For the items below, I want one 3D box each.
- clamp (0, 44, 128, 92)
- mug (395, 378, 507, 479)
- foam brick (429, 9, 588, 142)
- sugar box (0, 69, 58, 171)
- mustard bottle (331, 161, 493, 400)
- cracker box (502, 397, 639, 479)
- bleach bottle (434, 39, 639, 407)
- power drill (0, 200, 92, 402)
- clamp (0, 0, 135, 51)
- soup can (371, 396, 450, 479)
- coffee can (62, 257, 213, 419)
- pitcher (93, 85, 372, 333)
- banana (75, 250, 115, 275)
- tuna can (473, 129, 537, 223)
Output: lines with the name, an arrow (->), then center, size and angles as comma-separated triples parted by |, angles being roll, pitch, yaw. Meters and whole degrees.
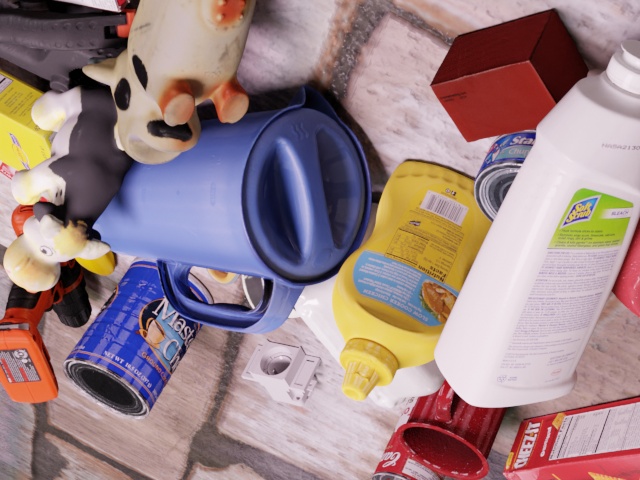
clamp -> -0.207, -0.129, 0.912 | 0.210, 0.036, 0.164 | 8, 143, 36
mug -> 0.127, 0.161, 1.007 | 0.093, 0.081, 0.117 | 13, 145, 25
foam brick -> 0.119, -0.102, 0.672 | 0.078, 0.051, 0.053 | -7, 132, 44
sugar box -> -0.286, -0.111, 0.939 | 0.176, 0.048, 0.093 | 25, 152, 18
mustard bottle -> 0.062, 0.034, 0.776 | 0.096, 0.191, 0.058 | 26, 148, 7
cracker box -> 0.297, 0.221, 0.964 | 0.164, 0.072, 0.214 | 40, 148, -15
bleach bottle -> 0.155, -0.007, 0.664 | 0.068, 0.102, 0.251 | 56, 139, 42
power drill -> -0.296, 0.077, 1.137 | 0.057, 0.187, 0.184 | -8, 133, 6
clamp -> -0.219, -0.173, 0.829 | 0.171, 0.120, 0.039 | 5, 122, 6
soup can -> 0.102, 0.213, 1.080 | 0.068, 0.102, 0.068 | 21, 147, 14
coffee can -> -0.190, 0.101, 1.124 | 0.103, 0.140, 0.103 | 21, 148, 14
pitcher -> -0.089, -0.026, 0.856 | 0.243, 0.149, 0.145 | 2, 127, 46
banana -> -0.223, -0.004, 1.089 | 0.069, 0.037, 0.198 | 19, 153, -18
tuna can -> 0.153, -0.037, 0.754 | 0.086, 0.033, 0.086 | 21, 147, 14
